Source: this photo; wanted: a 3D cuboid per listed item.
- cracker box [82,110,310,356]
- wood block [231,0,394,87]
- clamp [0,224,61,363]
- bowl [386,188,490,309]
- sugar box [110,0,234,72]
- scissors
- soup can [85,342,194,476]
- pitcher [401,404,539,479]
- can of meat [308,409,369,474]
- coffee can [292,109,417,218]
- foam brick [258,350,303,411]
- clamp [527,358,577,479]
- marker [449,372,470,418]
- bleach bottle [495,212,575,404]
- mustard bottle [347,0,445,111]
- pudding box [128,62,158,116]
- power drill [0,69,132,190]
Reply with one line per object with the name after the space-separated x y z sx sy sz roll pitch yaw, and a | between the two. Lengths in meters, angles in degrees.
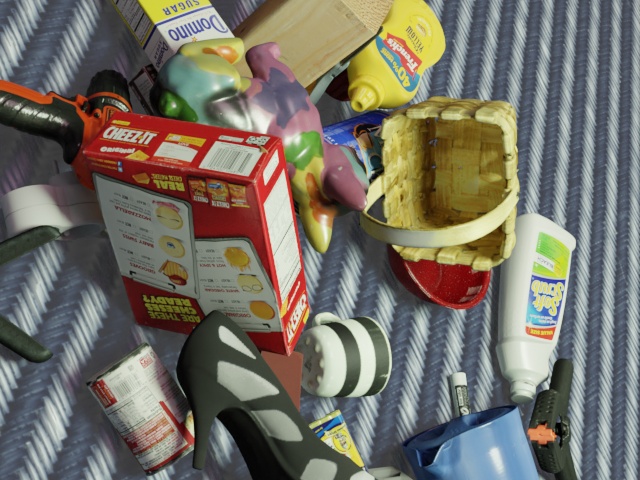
-0.104 -0.005 0.956 0.214 0.164 0.072 81 27 -43 | cracker box
-0.023 -0.231 1.177 0.090 0.207 0.090 42 48 -18 | wood block
-0.300 0.050 0.904 0.171 0.039 0.120 -4 79 -27 | clamp
0.133 0.015 1.296 0.161 0.055 0.162 19 57 -33 | bowl
-0.169 -0.253 1.143 0.093 0.048 0.176 -17 63 -44 | sugar box
0.021 -0.210 1.210 0.016 0.202 0.096 27 50 -19 | scissors
-0.157 0.152 0.966 0.068 0.069 0.102 -37 95 -45 | soup can
0.195 0.306 1.157 0.149 0.145 0.243 -19 86 -9 | pitcher
-0.004 0.227 1.070 0.101 0.058 0.084 -19 81 -44 | can of meat
0.031 -0.086 1.225 0.140 0.103 0.103 -23 85 -45 | coffee can
-0.054 0.149 1.069 0.052 0.051 0.078 23 55 -30 | foam brick
0.276 0.212 1.257 0.209 0.036 0.164 31 57 -65 | clamp
0.169 0.216 1.253 0.020 0.020 0.121 12 62 -37 | marker
0.275 0.093 1.379 0.102 0.068 0.250 30 55 -29 | bleach bottle
0.079 -0.209 1.242 0.096 0.058 0.191 53 45 -21 | mustard bottle
-0.141 -0.157 1.156 0.113 0.039 0.090 -34 93 -46 | pudding box
-0.263 -0.138 1.005 0.187 0.057 0.184 23 29 -23 | power drill
